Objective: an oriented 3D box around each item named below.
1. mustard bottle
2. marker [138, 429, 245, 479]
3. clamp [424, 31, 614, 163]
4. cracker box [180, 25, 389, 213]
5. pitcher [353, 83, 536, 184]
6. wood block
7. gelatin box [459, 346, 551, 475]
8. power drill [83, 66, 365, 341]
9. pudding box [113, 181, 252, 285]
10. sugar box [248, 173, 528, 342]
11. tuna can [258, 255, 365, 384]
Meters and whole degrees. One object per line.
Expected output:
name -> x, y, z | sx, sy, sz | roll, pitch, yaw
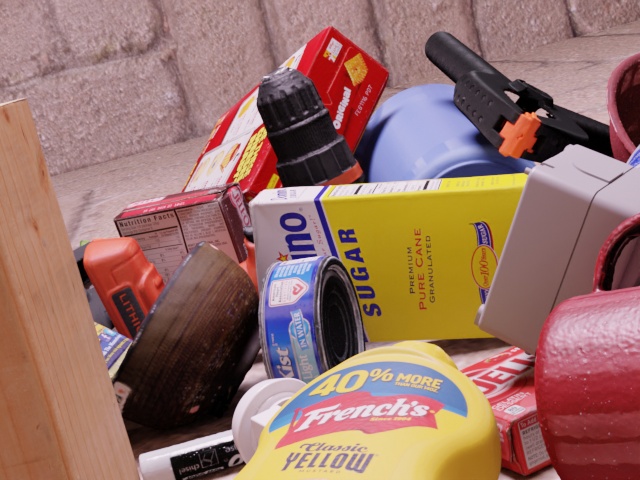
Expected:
mustard bottle -> 0.019, 0.089, 0.415 | 0.096, 0.058, 0.191 | -5, 18, 23
marker -> -0.032, 0.102, 0.546 | 0.121, 0.020, 0.020 | -15, 11, -4
clamp -> 0.145, -0.084, 0.725 | 0.164, 0.036, 0.210 | 27, 19, -4
cracker box -> -0.047, -0.058, 0.884 | 0.214, 0.072, 0.164 | -26, 36, 58
pitcher -> 0.109, -0.036, 0.805 | 0.149, 0.145, 0.243 | -26, 14, 5
wood block -> -0.158, 0.049, 0.486 | 0.091, 0.206, 0.090 | -13, 12, 6
gelatin box -> 0.103, 0.072, 0.497 | 0.089, 0.030, 0.073 | -19, 12, -23
power drill -> -0.055, 0.001, 0.698 | 0.188, 0.184, 0.057 | -23, 12, 6
pudding box -> -0.087, 0.020, 0.769 | 0.090, 0.113, 0.039 | -9, 19, 24
sugar box -> 0.050, 0.012, 0.635 | 0.176, 0.093, 0.048 | -5, 14, 9
tuna can -> -0.003, 0.052, 0.586 | 0.034, 0.086, 0.086 | -9, 13, 18
